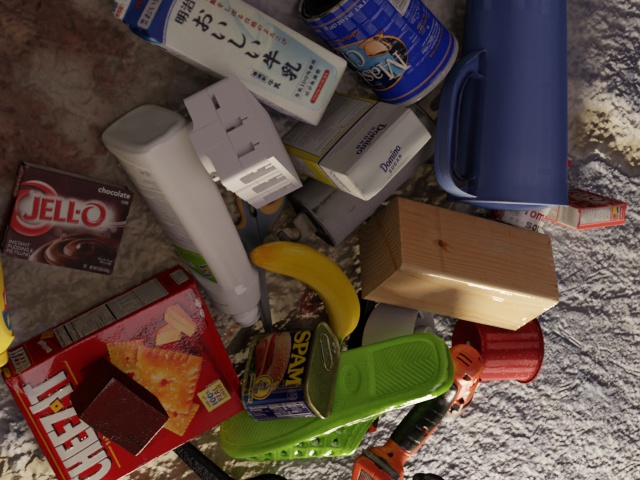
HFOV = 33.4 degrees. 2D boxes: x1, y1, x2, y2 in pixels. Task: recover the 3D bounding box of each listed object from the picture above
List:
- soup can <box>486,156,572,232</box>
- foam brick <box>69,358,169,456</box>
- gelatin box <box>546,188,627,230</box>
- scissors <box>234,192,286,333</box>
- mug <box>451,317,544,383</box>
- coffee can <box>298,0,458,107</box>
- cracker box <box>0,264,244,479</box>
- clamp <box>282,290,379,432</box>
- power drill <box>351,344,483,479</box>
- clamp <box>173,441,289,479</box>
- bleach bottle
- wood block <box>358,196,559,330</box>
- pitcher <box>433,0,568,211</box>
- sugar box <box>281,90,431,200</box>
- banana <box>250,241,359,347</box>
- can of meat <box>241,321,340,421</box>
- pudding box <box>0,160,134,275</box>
[{"bbox_3d":[0.246,-0.062,1.262,0.068,0.069,0.102,19,97,-29],"label":"soup can"},{"bbox_3d":[-0.197,0.163,1.043,0.053,0.051,0.078,-48,119,-3],"label":"foam brick"},{"bbox_3d":[0.312,-0.039,1.289,0.073,0.089,0.030,-6,107,-25],"label":"gelatin box"},{"bbox_3d":[-0.058,0.001,1.164,0.096,0.016,0.201,-31,117,-14],"label":"scissors"},{"bbox_3d":[0.208,0.136,1.303,0.081,0.093,0.117,1,142,-22],"label":"mug"},{"bbox_3d":[0.060,-0.220,1.102,0.140,0.103,0.103,41,86,-30],"label":"coffee can"},{"bbox_3d":[-0.200,0.148,1.108,0.213,0.072,0.164,-27,115,-15],"label":"cracker box"},{"bbox_3d":[0.021,0.151,1.237,0.120,0.039,0.171,-16,105,-14],"label":"clamp"},{"bbox_3d":[0.112,0.218,1.228,0.187,0.057,0.184,-48,161,-23],"label":"power drill"},{"bbox_3d":[-0.091,0.293,1.181,0.210,0.036,0.164,0,89,-8],"label":"clamp"},{"bbox_3d":[-0.127,-0.014,1.089,0.068,0.103,0.250,-39,125,-21],"label":"bleach bottle"},{"bbox_3d":[0.156,0.028,1.205,0.205,0.090,0.091,13,57,-24],"label":"wood block"},{"bbox_3d":[0.201,-0.154,1.158,0.145,0.149,0.243,2,91,8],"label":"pitcher"},{"bbox_3d":[0.029,-0.099,1.082,0.093,0.176,0.048,-46,119,-7],"label":"sugar box"},{"bbox_3d":[-0.004,0.050,1.145,0.069,0.037,0.197,-58,135,-22],"label":"banana"},{"bbox_3d":[-0.032,0.142,1.139,0.057,0.084,0.102,56,35,-42],"label":"can of meat"},{"bbox_3d":[-0.250,-0.021,1.049,0.113,0.039,0.090,13,100,-29],"label":"pudding box"}]
